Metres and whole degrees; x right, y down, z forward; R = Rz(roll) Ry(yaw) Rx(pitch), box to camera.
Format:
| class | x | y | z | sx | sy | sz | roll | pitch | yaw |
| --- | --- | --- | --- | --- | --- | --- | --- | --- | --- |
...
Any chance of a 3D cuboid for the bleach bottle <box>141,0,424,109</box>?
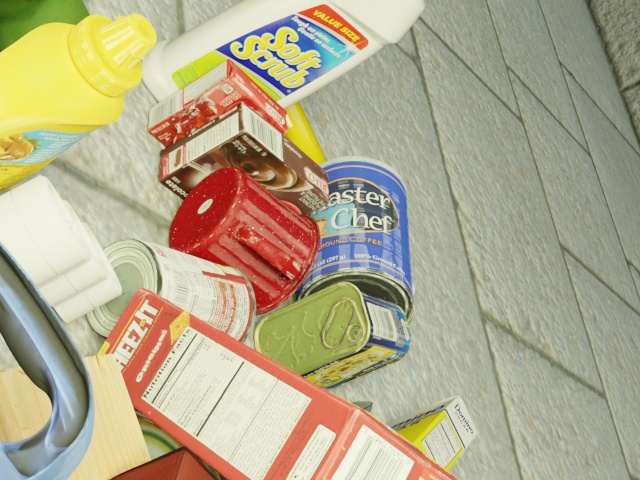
| class | x | y | z | sx | sy | sz | roll | pitch | yaw |
| --- | --- | --- | --- | --- | --- | --- | --- | --- | --- |
| bleach bottle | -0.019 | -0.170 | 0.857 | 0.102 | 0.251 | 0.068 | 51 | 29 | -24 |

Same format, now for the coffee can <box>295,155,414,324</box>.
| class | x | y | z | sx | sy | sz | roll | pitch | yaw |
| --- | --- | --- | --- | --- | --- | --- | --- | --- | --- |
| coffee can | 0.030 | 0.008 | 0.952 | 0.102 | 0.103 | 0.140 | 43 | 33 | -36 |

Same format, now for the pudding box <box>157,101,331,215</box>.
| class | x | y | z | sx | sy | sz | roll | pitch | yaw |
| --- | --- | --- | --- | --- | --- | --- | --- | --- | --- |
| pudding box | -0.060 | -0.051 | 0.857 | 0.113 | 0.090 | 0.039 | 40 | 34 | -38 |

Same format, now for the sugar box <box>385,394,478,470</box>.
| class | x | y | z | sx | sy | sz | roll | pitch | yaw |
| --- | --- | --- | --- | --- | --- | --- | --- | --- | --- |
| sugar box | 0.057 | 0.181 | 0.853 | 0.048 | 0.093 | 0.176 | 63 | 25 | -1 |

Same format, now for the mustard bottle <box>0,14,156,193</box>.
| class | x | y | z | sx | sy | sz | roll | pitch | yaw |
| --- | --- | --- | --- | --- | --- | --- | --- | --- | --- |
| mustard bottle | -0.162 | -0.063 | 0.561 | 0.096 | 0.192 | 0.058 | -16 | 80 | -64 |

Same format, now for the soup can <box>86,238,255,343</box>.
| class | x | y | z | sx | sy | sz | roll | pitch | yaw |
| --- | --- | --- | --- | --- | --- | --- | --- | --- | --- |
| soup can | -0.100 | 0.041 | 0.721 | 0.102 | 0.069 | 0.068 | 21 | 48 | -54 |

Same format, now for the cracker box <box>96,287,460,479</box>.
| class | x | y | z | sx | sy | sz | roll | pitch | yaw |
| --- | --- | --- | --- | --- | --- | --- | --- | --- | --- |
| cracker box | -0.016 | 0.120 | 0.614 | 0.164 | 0.214 | 0.072 | 41 | 77 | -39 |

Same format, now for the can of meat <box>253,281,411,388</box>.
| class | x | y | z | sx | sy | sz | roll | pitch | yaw |
| --- | --- | --- | --- | --- | --- | --- | --- | --- | --- |
| can of meat | 0.013 | 0.080 | 0.857 | 0.083 | 0.102 | 0.057 | 23 | 47 | -56 |

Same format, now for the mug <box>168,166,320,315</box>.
| class | x | y | z | sx | sy | sz | roll | pitch | yaw |
| --- | --- | --- | --- | --- | --- | --- | --- | --- | --- |
| mug | -0.055 | 0.001 | 0.803 | 0.081 | 0.093 | 0.117 | 39 | -4 | -32 |

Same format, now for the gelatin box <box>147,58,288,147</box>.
| class | x | y | z | sx | sy | sz | roll | pitch | yaw |
| --- | --- | --- | --- | --- | --- | --- | --- | --- | --- |
| gelatin box | -0.082 | -0.096 | 0.857 | 0.073 | 0.089 | 0.030 | 41 | 33 | -38 |

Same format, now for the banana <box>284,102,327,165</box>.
| class | x | y | z | sx | sy | sz | roll | pitch | yaw |
| --- | --- | --- | --- | --- | --- | --- | --- | --- | --- |
| banana | -0.029 | -0.112 | 1.020 | 0.198 | 0.037 | 0.069 | 64 | 10 | -2 |
